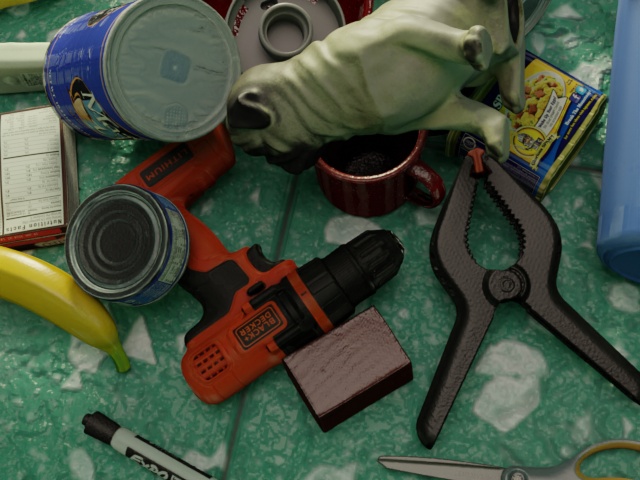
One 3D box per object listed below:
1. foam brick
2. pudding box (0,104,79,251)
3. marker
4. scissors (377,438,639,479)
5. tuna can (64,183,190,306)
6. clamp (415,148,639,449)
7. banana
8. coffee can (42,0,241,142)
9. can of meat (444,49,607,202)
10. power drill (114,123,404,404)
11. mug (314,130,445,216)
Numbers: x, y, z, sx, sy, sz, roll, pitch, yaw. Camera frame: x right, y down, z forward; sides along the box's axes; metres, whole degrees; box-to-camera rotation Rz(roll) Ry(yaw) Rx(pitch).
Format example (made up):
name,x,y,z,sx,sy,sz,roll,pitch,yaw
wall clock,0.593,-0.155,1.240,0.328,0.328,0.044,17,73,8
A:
name,x,y,z,sx,sy,sz,roll,pitch,yaw
foam brick,0.020,0.091,0.758,0.078,0.053,0.051,-30,69,-7
pudding box,-0.240,-0.047,0.845,0.090,0.039,0.113,-8,70,2
marker,-0.119,0.155,0.763,0.121,0.020,0.020,27,73,15
scissors,0.145,0.183,0.730,0.202,0.016,0.096,-8,68,2
tuna can,-0.138,0.003,0.761,0.086,0.033,0.086,-4,79,19
clamp,0.142,0.037,0.762,0.164,0.036,0.210,-5,81,1
banana,-0.228,0.038,0.787,0.198,0.070,0.037,23,30,11
coffee can,-0.136,-0.125,0.794,0.102,0.141,0.103,-3,97,-31
can of meat,0.158,-0.089,0.815,0.084,0.057,0.102,33,74,15
power drill,-0.055,0.001,0.791,0.184,0.057,0.188,-35,68,-2
mug,0.044,-0.062,0.801,0.117,0.081,0.093,33,74,16
